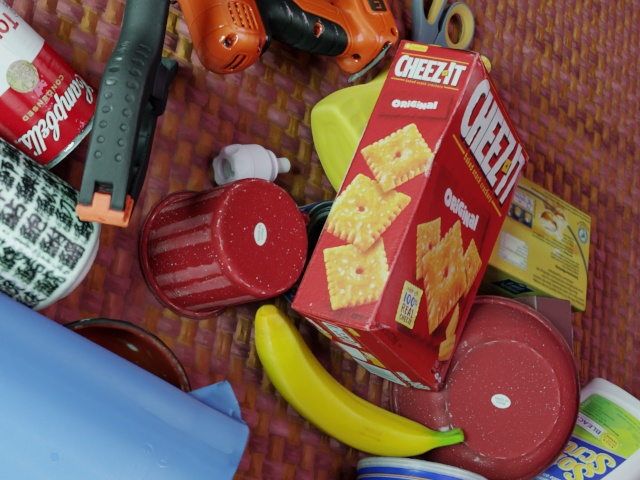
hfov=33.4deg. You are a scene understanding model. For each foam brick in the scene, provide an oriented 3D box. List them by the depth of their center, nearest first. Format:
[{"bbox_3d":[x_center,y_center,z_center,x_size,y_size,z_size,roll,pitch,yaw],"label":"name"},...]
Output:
[{"bbox_3d":[0.176,0.080,0.936,0.051,0.078,0.053,10,74,-39],"label":"foam brick"}]

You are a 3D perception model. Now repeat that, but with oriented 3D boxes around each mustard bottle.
[{"bbox_3d":[0.080,-0.108,0.888,0.191,0.058,0.096,-37,111,-34],"label":"mustard bottle"}]

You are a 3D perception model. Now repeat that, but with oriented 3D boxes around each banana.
[{"bbox_3d":[0.015,0.114,0.791,0.197,0.070,0.037,34,22,-24],"label":"banana"}]

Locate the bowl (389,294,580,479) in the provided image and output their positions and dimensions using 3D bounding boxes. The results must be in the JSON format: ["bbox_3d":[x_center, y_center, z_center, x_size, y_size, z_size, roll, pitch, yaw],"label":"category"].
[{"bbox_3d":[0.138,0.124,0.851,0.162,0.055,0.162,0,87,-6],"label":"bowl"}]

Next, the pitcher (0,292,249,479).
[{"bbox_3d":[-0.172,0.100,0.535,0.242,0.145,0.149,32,17,-5],"label":"pitcher"}]

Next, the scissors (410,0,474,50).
[{"bbox_3d":[0.095,-0.155,0.955,0.096,0.016,0.201,30,69,-43],"label":"scissors"}]

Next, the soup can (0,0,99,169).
[{"bbox_3d":[-0.189,-0.098,0.646,0.102,0.069,0.068,45,54,-26],"label":"soup can"}]

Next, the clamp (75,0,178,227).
[{"bbox_3d":[-0.111,-0.091,0.653,0.036,0.165,0.210,8,61,-3],"label":"clamp"}]

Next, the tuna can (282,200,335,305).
[{"bbox_3d":[0.003,0.013,0.822,0.085,0.034,0.086,11,74,-41],"label":"tuna can"}]

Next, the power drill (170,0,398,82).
[{"bbox_3d":[-0.038,-0.198,0.797,0.187,0.057,0.184,1,63,-42],"label":"power drill"}]

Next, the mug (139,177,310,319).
[{"bbox_3d":[-0.055,0.001,0.738,0.117,0.082,0.093,-17,93,-43],"label":"mug"}]

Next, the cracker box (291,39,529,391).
[{"bbox_3d":[0.076,-0.011,0.789,0.213,0.072,0.164,-66,150,-14],"label":"cracker box"}]
